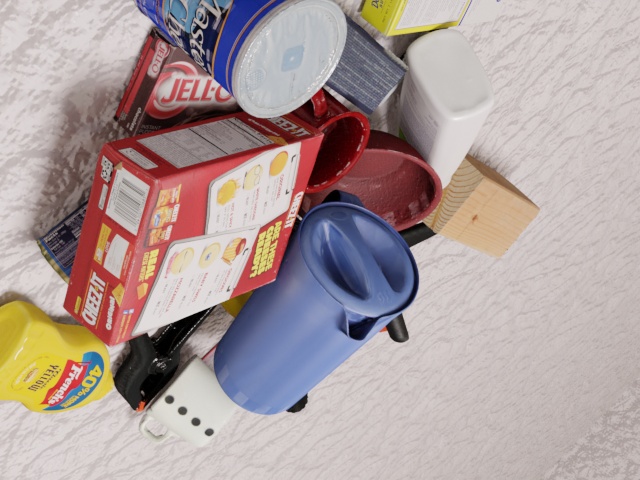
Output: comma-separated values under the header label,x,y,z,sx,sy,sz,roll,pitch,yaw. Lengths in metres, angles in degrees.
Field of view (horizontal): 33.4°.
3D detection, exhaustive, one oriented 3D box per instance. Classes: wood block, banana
label,x,y,z,sx,sy,sz,roll,pitch,yaw
wood block,0.188,-0.051,1.350,0.091,0.090,0.205,-51,151,12
banana,-0.065,0.066,1.228,0.197,0.037,0.070,3,112,-55

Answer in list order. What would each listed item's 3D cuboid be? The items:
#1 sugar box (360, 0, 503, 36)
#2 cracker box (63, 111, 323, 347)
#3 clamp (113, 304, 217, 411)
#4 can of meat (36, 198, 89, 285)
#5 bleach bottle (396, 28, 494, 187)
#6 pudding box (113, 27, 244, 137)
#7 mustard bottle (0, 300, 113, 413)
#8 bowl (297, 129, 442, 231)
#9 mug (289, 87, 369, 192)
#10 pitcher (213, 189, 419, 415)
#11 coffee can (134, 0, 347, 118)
label,x,y,z,sx,sy,sz,roll,pitch,yaw
sugar box,0.124,-0.257,1.048,0.175,0.048,0.093,-20,143,-45
cracker box,-0.107,-0.019,0.914,0.213,0.072,0.164,-22,140,-50
clamp,-0.183,0.121,1.138,0.120,0.039,0.172,-2,130,-48
can of meat,-0.195,0.008,0.959,0.084,0.057,0.102,-40,151,-7
bleach bottle,0.117,-0.121,1.152,0.068,0.102,0.251,-23,165,-12
pudding box,-0.110,-0.129,0.911,0.113,0.039,0.090,-4,131,-51
mustard bottle,-0.257,0.121,1.023,0.096,0.058,0.191,-47,152,3
bowl,0.047,-0.069,1.132,0.162,0.055,0.162,-1,149,-1
mug,-0.014,-0.113,1.012,0.093,0.082,0.117,-35,150,-18
pitcher,-0.015,0.071,1.100,0.149,0.145,0.243,-34,168,-46
coffee can,-0.063,-0.174,0.809,0.102,0.140,0.103,-32,149,-23
